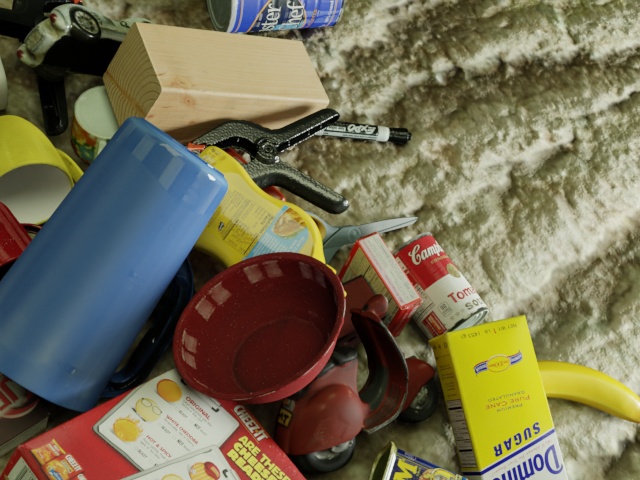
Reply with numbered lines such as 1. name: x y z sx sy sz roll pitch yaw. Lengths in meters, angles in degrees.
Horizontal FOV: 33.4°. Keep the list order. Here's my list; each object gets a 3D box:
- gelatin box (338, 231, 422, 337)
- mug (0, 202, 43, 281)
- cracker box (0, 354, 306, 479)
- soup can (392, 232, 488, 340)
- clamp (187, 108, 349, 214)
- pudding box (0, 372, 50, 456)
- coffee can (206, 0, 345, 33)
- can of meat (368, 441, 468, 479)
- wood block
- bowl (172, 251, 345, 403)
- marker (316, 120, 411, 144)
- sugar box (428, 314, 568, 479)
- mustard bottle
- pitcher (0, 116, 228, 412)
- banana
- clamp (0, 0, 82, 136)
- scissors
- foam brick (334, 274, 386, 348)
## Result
1. gelatin box: 0.060 0.048 1.081 0.030 0.073 0.089 -23 67 -27
2. mug: -0.298 0.013 0.996 0.117 0.093 0.081 -22 61 -41
3. cracker box: -0.133 0.208 0.889 0.164 0.072 0.213 48 37 15
4. soup can: 0.116 0.052 1.098 0.068 0.069 0.102 -26 69 -28
5. clamp: -0.051 -0.093 1.088 0.171 0.039 0.120 11 57 -12
6. pudding box: -0.308 0.152 0.931 0.113 0.039 0.090 -33 72 -31
7. coffee can: -0.054 -0.297 1.248 0.140 0.103 0.103 -8 61 -21
8. can of meat: 0.083 0.248 0.972 0.084 0.058 0.102 24 56 -4
9. wood block: -0.107 -0.157 1.117 0.205 0.090 0.091 -2 58 -38
10. bowl: -0.047 0.087 0.945 0.162 0.055 0.162 -13 44 13
11. marker: 0.046 -0.125 1.218 0.121 0.020 0.020 5 58 -13
12. sugar box: 0.172 0.167 1.023 0.093 0.048 0.176 -11 79 -22
13. mustard bottle: -0.057 0.001 1.020 0.191 0.058 0.096 36 79 1
14. pitcher: -0.182 0.022 0.937 0.145 0.149 0.243 35 89 5
15. banana: 0.243 0.157 1.090 0.197 0.037 0.069 -1 81 -14
16. clamp: -0.292 -0.206 1.128 0.164 0.036 0.209 54 26 -15
17. scissors: 0.022 0.012 1.119 0.201 0.016 0.096 7 95 -39
18. foam brick: 0.017 0.080 1.061 0.078 0.053 0.051 -23 67 -26
